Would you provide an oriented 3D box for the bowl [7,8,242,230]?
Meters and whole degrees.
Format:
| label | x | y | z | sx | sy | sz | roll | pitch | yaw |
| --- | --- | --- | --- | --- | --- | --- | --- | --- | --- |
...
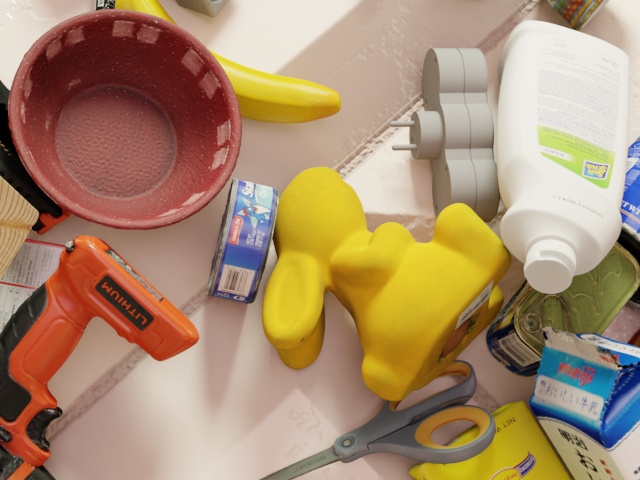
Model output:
| label | x | y | z | sx | sy | sz | roll | pitch | yaw |
| --- | --- | --- | --- | --- | --- | --- | --- | --- | --- |
| bowl | -0.140 | -0.079 | 0.757 | 0.162 | 0.055 | 0.162 | 5 | 74 | -19 |

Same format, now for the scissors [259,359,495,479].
| label | x | y | z | sx | sy | sz | roll | pitch | yaw |
| --- | --- | --- | --- | --- | --- | --- | --- | --- | --- |
| scissors | 0.036 | 0.150 | 0.740 | 0.201 | 0.096 | 0.016 | -32 | 127 | -16 |

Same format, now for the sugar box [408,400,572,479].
| label | x | y | z | sx | sy | sz | roll | pitch | yaw |
| --- | --- | --- | --- | --- | --- | --- | --- | --- | --- |
| sugar box | 0.148 | 0.212 | 0.752 | 0.093 | 0.048 | 0.176 | -30 | 81 | -13 |

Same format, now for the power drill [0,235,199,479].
| label | x | y | z | sx | sy | sz | roll | pitch | yaw |
| --- | --- | --- | --- | --- | --- | --- | --- | --- | --- |
| power drill | -0.170 | 0.105 | 0.703 | 0.184 | 0.057 | 0.187 | 45 | 88 | -6 |

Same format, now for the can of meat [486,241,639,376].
| label | x | y | z | sx | sy | sz | roll | pitch | yaw |
| --- | --- | --- | --- | --- | --- | --- | --- | --- | --- |
| can of meat | 0.172 | 0.049 | 0.776 | 0.057 | 0.084 | 0.102 | 41 | 74 | 2 |

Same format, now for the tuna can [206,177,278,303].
| label | x | y | z | sx | sy | sz | roll | pitch | yaw |
| --- | --- | --- | --- | --- | --- | --- | --- | --- | --- |
| tuna can | -0.055 | 0.001 | 0.753 | 0.033 | 0.086 | 0.086 | 13 | 74 | -7 |

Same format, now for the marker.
| label | x | y | z | sx | sy | sz | roll | pitch | yaw |
| --- | --- | --- | --- | --- | --- | --- | --- | --- | --- |
| marker | -0.165 | -0.155 | 0.810 | 0.020 | 0.020 | 0.121 | 3 | 76 | -8 |

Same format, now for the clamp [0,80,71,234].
| label | x | y | z | sx | sy | sz | roll | pitch | yaw |
| --- | --- | --- | --- | --- | --- | --- | --- | --- | --- |
| clamp | -0.246 | -0.097 | 0.732 | 0.036 | 0.164 | 0.210 | -31 | 90 | 20 |

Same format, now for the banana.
| label | x | y | z | sx | sy | sz | roll | pitch | yaw |
| --- | --- | --- | --- | --- | --- | --- | --- | --- | --- |
| banana | -0.080 | -0.134 | 0.797 | 0.197 | 0.070 | 0.037 | 34 | 37 | -6 |

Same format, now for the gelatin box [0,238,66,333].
| label | x | y | z | sx | sy | sz | roll | pitch | yaw |
| --- | --- | --- | --- | --- | --- | --- | --- | --- | --- |
| gelatin box | -0.214 | 0.035 | 0.749 | 0.089 | 0.030 | 0.073 | 11 | 76 | -6 |

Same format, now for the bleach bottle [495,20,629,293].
| label | x | y | z | sx | sy | sz | roll | pitch | yaw |
| --- | --- | --- | --- | --- | --- | --- | --- | --- | --- |
| bleach bottle | 0.162 | -0.059 | 0.748 | 0.102 | 0.068 | 0.250 | 17 | 42 | 4 |
